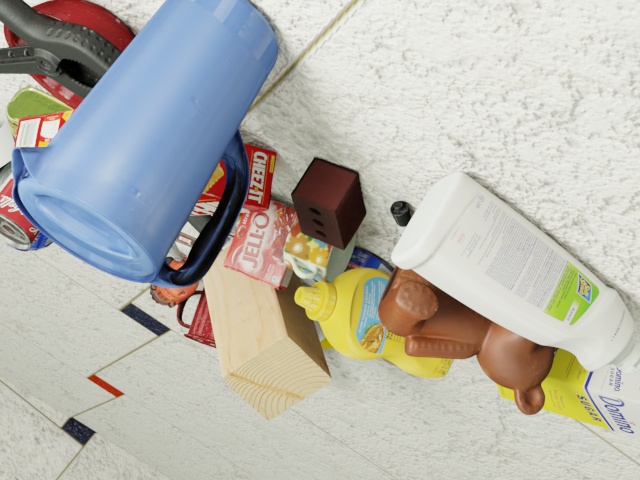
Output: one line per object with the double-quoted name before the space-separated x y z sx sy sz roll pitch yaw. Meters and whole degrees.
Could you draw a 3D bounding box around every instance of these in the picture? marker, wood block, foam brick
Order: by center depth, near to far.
"foam brick" 0.009 -0.036 1.074 0.053 0.051 0.078 21 155 21
"marker" 0.092 -0.002 1.088 0.020 0.020 0.121 17 153 28
"wood block" -0.067 0.092 1.227 0.090 0.090 0.206 48 -167 -35

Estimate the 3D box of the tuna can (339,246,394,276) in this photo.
"tuna can" 0.046 0.043 1.211 0.086 0.033 0.086 25 156 12

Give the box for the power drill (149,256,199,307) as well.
"power drill" -0.243 0.012 1.413 0.187 0.057 0.185 44 161 -7

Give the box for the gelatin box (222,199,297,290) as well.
"gelatin box" -0.058 0.002 1.177 0.073 0.089 0.030 21 178 20

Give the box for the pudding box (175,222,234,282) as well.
"pudding box" -0.131 0.027 1.378 0.090 0.039 0.113 21 157 21

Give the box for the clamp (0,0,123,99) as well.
"clamp" -0.245 -0.178 0.963 0.210 0.036 0.164 21 155 14

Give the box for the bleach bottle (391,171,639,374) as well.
"bleach bottle" 0.191 0.048 0.967 0.250 0.102 0.068 36 161 -11

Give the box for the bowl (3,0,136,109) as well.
"bowl" -0.227 -0.184 1.048 0.162 0.055 0.162 25 156 12

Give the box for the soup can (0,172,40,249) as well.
"soup can" -0.338 -0.050 1.241 0.068 0.102 0.068 23 151 13

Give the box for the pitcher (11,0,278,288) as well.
"pitcher" -0.128 -0.088 0.890 0.145 0.242 0.149 23 156 15

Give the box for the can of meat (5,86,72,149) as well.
"can of meat" -0.319 -0.127 1.268 0.102 0.057 0.084 26 153 8

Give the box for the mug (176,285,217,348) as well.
"mug" -0.141 0.103 1.460 0.117 0.081 0.093 13 168 20

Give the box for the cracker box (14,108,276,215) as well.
"cracker box" -0.179 -0.075 1.082 0.213 0.072 0.164 13 172 -40

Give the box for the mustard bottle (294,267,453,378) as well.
"mustard bottle" 0.057 0.081 1.124 0.191 0.096 0.058 18 166 -30

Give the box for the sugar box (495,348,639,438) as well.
"sugar box" 0.276 0.159 1.162 0.176 0.048 0.093 16 153 32
